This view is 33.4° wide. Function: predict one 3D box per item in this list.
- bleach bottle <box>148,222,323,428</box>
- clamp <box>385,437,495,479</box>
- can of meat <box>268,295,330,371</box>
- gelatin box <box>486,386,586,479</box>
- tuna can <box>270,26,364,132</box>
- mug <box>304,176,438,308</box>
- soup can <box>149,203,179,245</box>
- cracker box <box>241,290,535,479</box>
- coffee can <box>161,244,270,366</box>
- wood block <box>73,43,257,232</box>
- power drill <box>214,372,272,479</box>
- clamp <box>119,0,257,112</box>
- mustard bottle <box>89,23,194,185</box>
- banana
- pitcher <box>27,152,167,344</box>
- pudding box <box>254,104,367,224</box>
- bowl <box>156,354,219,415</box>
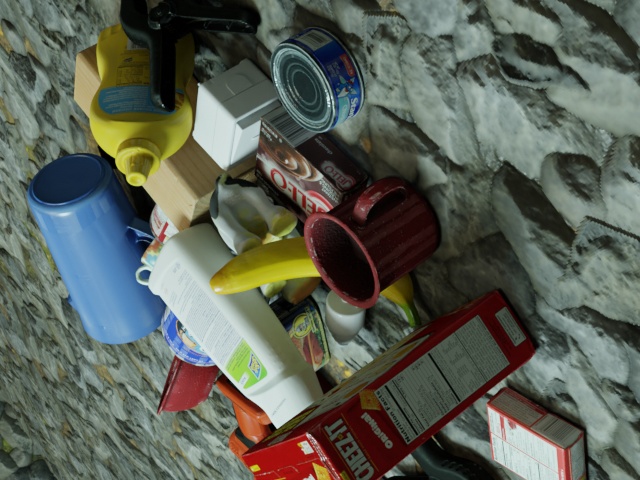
[{"bbox_3d":[-0.075,0.105,1.075,0.251,0.067,0.103,52,141,19],"label":"bleach bottle"},{"bbox_3d":[0.124,0.237,1.082,0.210,0.036,0.164,22,137,45],"label":"clamp"},{"bbox_3d":[-0.042,0.115,1.173,0.058,0.083,0.102,28,141,43],"label":"can of meat"},{"bbox_3d":[0.188,0.178,0.928,0.089,0.030,0.073,28,142,43],"label":"gelatin box"},{"bbox_3d":[-0.004,-0.136,0.907,0.086,0.033,0.086,39,147,31],"label":"tuna can"},{"bbox_3d":[0.047,-0.010,0.904,0.093,0.081,0.117,41,149,28],"label":"mug"},{"bbox_3d":[-0.151,-0.038,1.207,0.068,0.068,0.102,54,152,7],"label":"soup can"},{"bbox_3d":[0.057,0.140,0.900,0.072,0.213,0.164,56,152,2],"label":"cracker box"},{"bbox_3d":[-0.124,0.078,1.247,0.103,0.102,0.140,53,152,9],"label":"coffee can"},{"bbox_3d":[-0.163,-0.116,1.123,0.206,0.090,0.091,50,153,13],"label":"wood block"},{"bbox_3d":[-0.067,0.261,1.391,0.185,0.057,0.187,32,143,39],"label":"power drill"},{"bbox_3d":[-0.146,-0.195,1.001,0.172,0.120,0.039,39,172,38],"label":"clamp"},{"bbox_3d":[-0.170,-0.128,1.018,0.058,0.096,0.191,97,171,-50],"label":"mustard bottle"},{"bbox_3d":[0.001,0.029,0.971,0.198,0.069,0.037,9,164,-1],"label":"banana"},{"bbox_3d":[-0.270,0.009,1.359,0.145,0.149,0.243,44,159,41],"label":"pitcher"},{"bbox_3d":[-0.011,-0.060,0.990,0.113,0.039,0.090,46,152,21],"label":"pudding box"},{"bbox_3d":[-0.159,0.155,1.375,0.055,0.162,0.162,20,151,-8],"label":"bowl"}]
